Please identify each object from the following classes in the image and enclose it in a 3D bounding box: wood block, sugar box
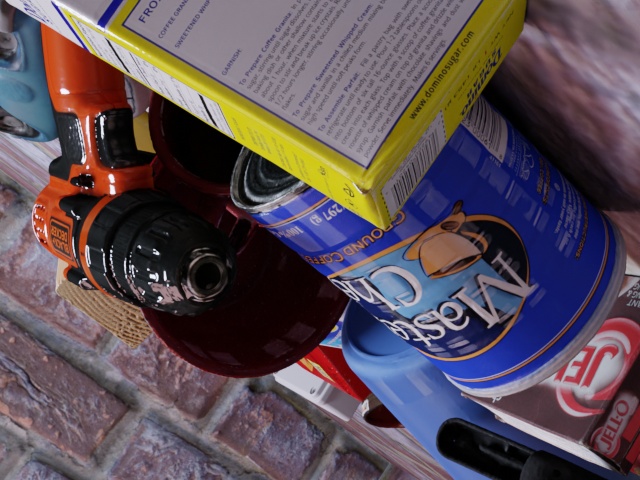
[{"bbox_3d":[-0.168,-0.011,0.946,0.090,0.091,0.206,41,-166,-26],"label":"wood block"},{"bbox_3d":[-0.027,-0.089,0.377,0.176,0.093,0.048,32,169,18],"label":"sugar box"}]

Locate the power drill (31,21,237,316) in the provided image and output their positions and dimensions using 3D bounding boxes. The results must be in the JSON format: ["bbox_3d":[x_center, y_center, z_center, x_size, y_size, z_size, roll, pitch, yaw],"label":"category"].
[{"bbox_3d":[-0.094,-0.066,0.478,0.057,0.188,0.185,-9,-167,-31],"label":"power drill"}]

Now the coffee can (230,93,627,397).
[{"bbox_3d":[0.047,-0.013,0.457,0.140,0.102,0.103,40,169,-24],"label":"coffee can"}]

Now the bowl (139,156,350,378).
[{"bbox_3d":[-0.054,0.001,0.655,0.162,0.162,0.055,41,161,-29],"label":"bowl"}]

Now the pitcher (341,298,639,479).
[{"bbox_3d":[0.119,0.104,0.717,0.149,0.145,0.242,-13,133,41],"label":"pitcher"}]

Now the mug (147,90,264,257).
[{"bbox_3d":[-0.034,-0.044,0.551,0.093,0.117,0.081,13,168,19],"label":"mug"}]

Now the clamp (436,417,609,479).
[{"bbox_3d":[0.167,0.145,0.547,0.210,0.036,0.164,24,175,1],"label":"clamp"}]
